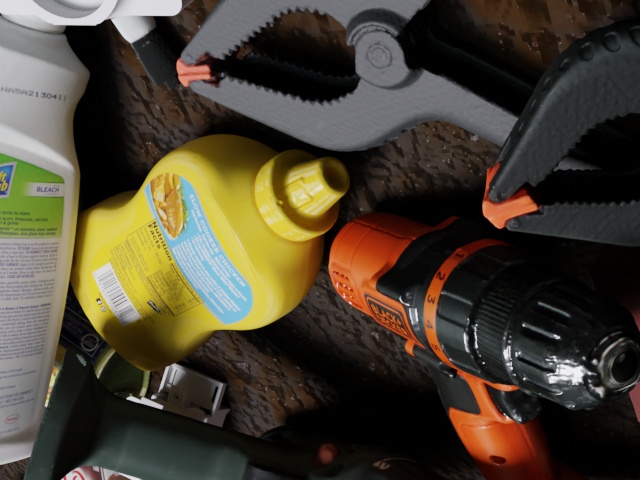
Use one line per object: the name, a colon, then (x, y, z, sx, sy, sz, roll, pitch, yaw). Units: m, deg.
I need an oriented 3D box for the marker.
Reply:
marker: (-0.099, -0.122, 0.487, 0.020, 0.020, 0.121, -16, 115, 44)

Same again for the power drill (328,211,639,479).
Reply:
power drill: (0.090, 0.076, 0.448, 0.187, 0.057, 0.185, 61, 165, -23)

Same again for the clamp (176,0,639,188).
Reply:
clamp: (0.031, -0.088, 0.405, 0.210, 0.036, 0.164, 6, 127, 28)

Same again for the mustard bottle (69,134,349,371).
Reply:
mustard bottle: (-0.053, 0.000, 0.529, 0.192, 0.058, 0.096, -26, 94, 47)

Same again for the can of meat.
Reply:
can of meat: (-0.155, 0.068, 0.669, 0.084, 0.057, 0.102, 31, 138, 14)

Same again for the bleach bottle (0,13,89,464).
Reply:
bleach bottle: (-0.164, -0.006, 0.542, 0.068, 0.102, 0.251, 29, 109, 34)
